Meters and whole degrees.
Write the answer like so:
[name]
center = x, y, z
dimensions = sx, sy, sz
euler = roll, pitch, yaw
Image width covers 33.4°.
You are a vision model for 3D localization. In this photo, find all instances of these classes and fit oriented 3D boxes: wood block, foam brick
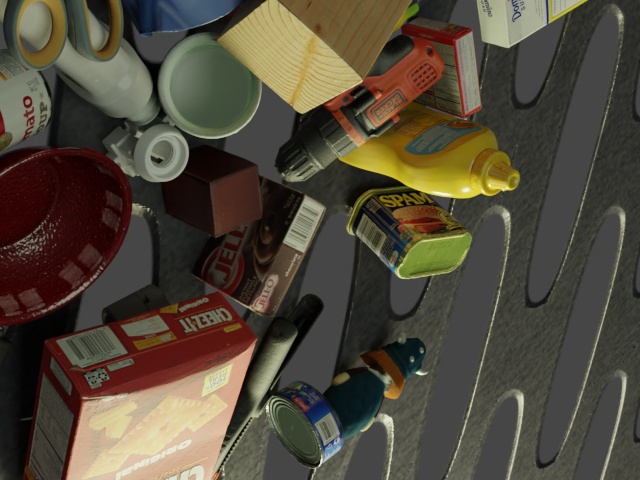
[wood block]
center = 0.023, -0.210, 0.814
dimensions = 0.090, 0.091, 0.206
euler = 39, 62, -19
[foam brick]
center = -0.094, -0.044, 0.915
dimensions = 0.052, 0.078, 0.051
euler = -24, 121, -34

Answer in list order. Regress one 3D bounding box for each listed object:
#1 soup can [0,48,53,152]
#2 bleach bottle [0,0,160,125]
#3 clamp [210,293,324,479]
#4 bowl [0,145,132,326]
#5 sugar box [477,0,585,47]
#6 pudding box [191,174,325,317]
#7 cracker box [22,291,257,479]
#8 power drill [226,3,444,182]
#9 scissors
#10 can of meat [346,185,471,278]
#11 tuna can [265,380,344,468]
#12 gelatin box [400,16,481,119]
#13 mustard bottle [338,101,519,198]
[soup can]
center = -0.245, -0.087, 0.743
dimensions = 0.102, 0.069, 0.068
euler = -41, 135, -49
[bleach bottle]
center = -0.200, -0.165, 0.762
dimensions = 0.068, 0.103, 0.250
euler = -46, 140, -2
[clamp]
center = -0.062, 0.142, 1.029
dimensions = 0.210, 0.036, 0.164
euler = -59, 173, 16
[bowl]
center = -0.224, -0.014, 0.806
dimensions = 0.161, 0.055, 0.162
euler = -31, 144, -26
[sugar box]
center = 0.240, -0.284, 1.137
dimensions = 0.176, 0.048, 0.093
euler = -30, 127, -25
[pudding box]
center = -0.056, 0.001, 0.960
dimensions = 0.039, 0.090, 0.113
euler = 31, 86, -47
[cracker box]
center = -0.157, 0.157, 0.905
dimensions = 0.163, 0.072, 0.214
euler = -15, 138, -37
[power drill]
center = -0.002, -0.157, 0.945
dimensions = 0.184, 0.057, 0.187
euler = -39, 130, 5
[scissors]
center = -0.179, -0.195, 0.674
dimensions = 0.096, 0.016, 0.202
euler = -41, 135, -29
[can of meat]
center = 0.092, -0.008, 1.086
dimensions = 0.101, 0.084, 0.057
euler = -7, 132, -40
[tuna can]
center = -0.016, 0.186, 1.082
dimensions = 0.033, 0.086, 0.086
euler = -32, 127, -30
[gelatin box]
center = 0.121, -0.172, 1.056
dimensions = 0.030, 0.073, 0.089
euler = -34, 128, -27
[mustard bottle]
center = 0.108, -0.083, 0.999
dimensions = 0.096, 0.192, 0.058
euler = -27, 125, -31
